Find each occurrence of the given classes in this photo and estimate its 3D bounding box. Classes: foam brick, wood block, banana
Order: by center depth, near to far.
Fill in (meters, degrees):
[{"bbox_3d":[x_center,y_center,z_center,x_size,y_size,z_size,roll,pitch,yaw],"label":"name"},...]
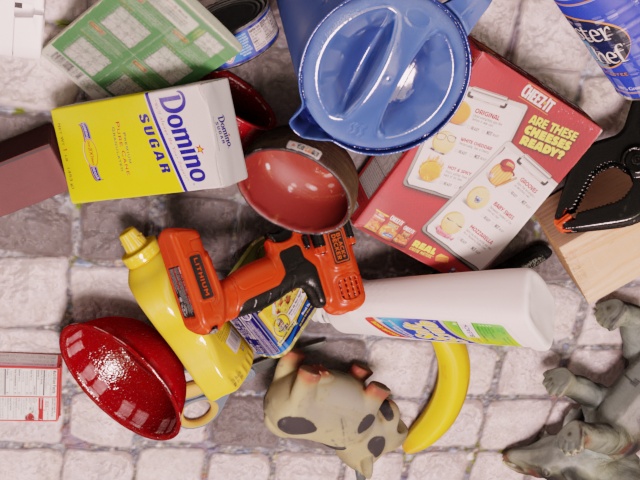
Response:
[{"bbox_3d":[-0.280,-0.068,1.012,0.078,0.053,0.051,-21,122,3],"label":"foam brick"},{"bbox_3d":[0.343,-0.035,1.128,0.206,0.091,0.090,-31,121,7],"label":"wood block"},{"bbox_3d":[0.138,0.172,1.247,0.070,0.037,0.198,12,118,16],"label":"banana"}]

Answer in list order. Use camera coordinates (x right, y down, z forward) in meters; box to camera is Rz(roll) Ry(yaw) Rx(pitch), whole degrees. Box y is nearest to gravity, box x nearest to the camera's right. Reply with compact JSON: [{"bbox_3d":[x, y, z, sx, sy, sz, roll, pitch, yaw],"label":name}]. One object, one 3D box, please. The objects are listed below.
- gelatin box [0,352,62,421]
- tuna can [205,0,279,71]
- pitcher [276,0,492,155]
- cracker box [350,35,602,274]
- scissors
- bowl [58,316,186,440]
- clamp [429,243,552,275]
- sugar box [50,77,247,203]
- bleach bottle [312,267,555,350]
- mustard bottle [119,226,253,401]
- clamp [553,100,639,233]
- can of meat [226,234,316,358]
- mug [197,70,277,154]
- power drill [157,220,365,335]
[{"bbox_3d":[-0.324,0.158,1.151,0.089,0.030,0.073,3,118,-12],"label":"gelatin box"},{"bbox_3d":[-0.081,-0.187,0.960,0.086,0.086,0.033,-22,123,2],"label":"tuna can"},{"bbox_3d":[0.039,-0.186,0.891,0.149,0.243,0.145,2,120,-12],"label":"pitcher"},{"bbox_3d":[0.148,-0.077,1.077,0.164,0.072,0.214,27,111,-26],"label":"cracker box"},{"bbox_3d":[-0.089,0.165,1.208,0.201,0.016,0.096,-8,123,-6],"label":"scissors"},{"bbox_3d":[-0.195,0.133,1.118,0.162,0.055,0.162,24,139,22],"label":"bowl"},{"bbox_3d":[0.178,0.055,1.181,0.171,0.039,0.120,6,99,-11],"label":"clamp"},{"bbox_3d":[-0.156,-0.087,0.959,0.177,0.048,0.093,-5,103,33],"label":"sugar box"},{"bbox_3d":[0.108,0.073,1.113,0.251,0.068,0.102,-3,154,28],"label":"bleach bottle"},{"bbox_3d":[-0.142,0.066,1.087,0.058,0.096,0.191,-26,110,19],"label":"mustard bottle"},{"bbox_3d":[0.314,-0.087,1.067,0.210,0.165,0.036,-33,160,9],"label":"clamp"},{"bbox_3d":[-0.051,0.059,1.107,0.102,0.058,0.084,-56,129,-28],"label":"can of meat"},{"bbox_3d":[-0.110,-0.114,1.004,0.117,0.093,0.082,41,113,1],"label":"mug"},{"bbox_3d":[-0.057,0.001,1.029,0.187,0.057,0.184,-17,88,-24],"label":"power drill"}]
